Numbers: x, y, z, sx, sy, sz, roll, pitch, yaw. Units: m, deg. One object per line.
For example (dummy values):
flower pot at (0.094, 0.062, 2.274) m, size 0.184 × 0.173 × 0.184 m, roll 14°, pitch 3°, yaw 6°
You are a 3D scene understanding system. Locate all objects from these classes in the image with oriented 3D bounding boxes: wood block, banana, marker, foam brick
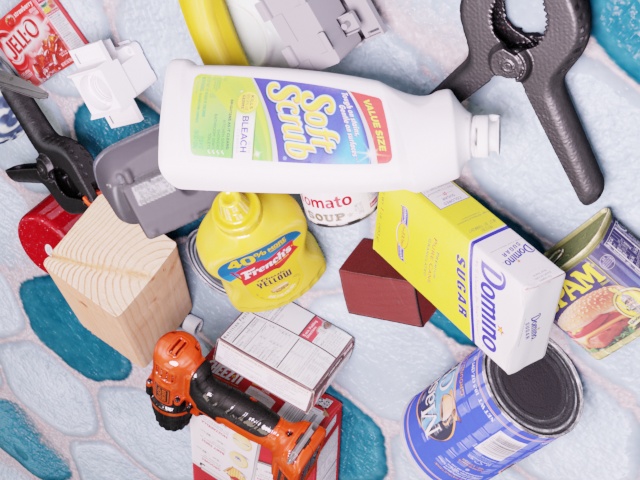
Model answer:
wood block at (-0.196, 0.048, 1.069) m, size 0.091 × 0.090 × 0.206 m, roll 34°, pitch 163°, yaw 9°
banana at (-0.079, -0.160, 0.860) m, size 0.070 × 0.037 × 0.198 m, roll 41°, pitch 155°, yaw 55°
marker at (-0.186, 0.070, 1.189) m, size 0.121 × 0.020 × 0.020 m, roll 26°, pitch 136°, yaw 17°
foam brick at (0.064, 0.037, 0.951) m, size 0.078 × 0.052 × 0.051 m, roll 10°, pitch 129°, yaw 31°

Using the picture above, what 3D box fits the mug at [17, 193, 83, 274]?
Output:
mug at (-0.275, -0.015, 1.138) m, size 0.117 × 0.081 × 0.093 m, roll 5°, pitch 127°, yaw 34°

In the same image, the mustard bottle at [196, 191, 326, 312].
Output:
mustard bottle at (-0.056, 0.002, 0.926) m, size 0.191 × 0.096 × 0.058 m, roll 65°, pitch 180°, yaw -66°

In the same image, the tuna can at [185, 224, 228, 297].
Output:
tuna can at (-0.090, 0.014, 1.061) m, size 0.086 × 0.033 × 0.086 m, roll 20°, pitch 134°, yaw 22°

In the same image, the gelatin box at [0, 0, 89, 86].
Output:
gelatin box at (-0.271, -0.193, 1.026) m, size 0.089 × 0.030 × 0.073 m, roll -19°, pitch 111°, yaw 44°

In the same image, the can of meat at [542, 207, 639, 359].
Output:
can of meat at (0.218, 0.037, 0.834) m, size 0.084 × 0.057 × 0.102 m, roll 41°, pitch 139°, yaw -3°

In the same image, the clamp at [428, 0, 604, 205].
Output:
clamp at (0.150, -0.125, 0.765) m, size 0.165 × 0.036 × 0.210 m, roll 27°, pitch 136°, yaw 17°

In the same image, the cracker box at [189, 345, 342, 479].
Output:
cracker box at (-0.062, 0.236, 1.198) m, size 0.164 × 0.072 × 0.214 m, roll 22°, pitch 135°, yaw 21°

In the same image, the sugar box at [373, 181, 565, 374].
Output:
sugar box at (0.112, 0.016, 0.852) m, size 0.176 × 0.048 × 0.093 m, roll 46°, pitch 147°, yaw 39°

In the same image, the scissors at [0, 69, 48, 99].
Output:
scissors at (-0.355, -0.158, 1.053) m, size 0.202 × 0.096 × 0.016 m, roll 39°, pitch 168°, yaw 32°

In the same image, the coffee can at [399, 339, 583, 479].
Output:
coffee can at (0.149, 0.152, 0.947) m, size 0.103 × 0.102 × 0.141 m, roll 41°, pitch 138°, yaw 0°

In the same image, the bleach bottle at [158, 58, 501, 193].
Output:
bleach bottle at (0.008, -0.086, 0.800) m, size 0.251 × 0.102 × 0.068 m, roll 1°, pitch 168°, yaw 13°

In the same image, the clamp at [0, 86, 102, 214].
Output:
clamp at (-0.267, -0.087, 1.062) m, size 0.172 × 0.039 × 0.120 m, roll 27°, pitch 136°, yaw 33°

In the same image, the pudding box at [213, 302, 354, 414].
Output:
pudding box at (-0.035, 0.107, 1.055) m, size 0.113 × 0.089 × 0.039 m, roll 27°, pitch 136°, yaw 15°

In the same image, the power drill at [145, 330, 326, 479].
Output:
power drill at (-0.091, 0.182, 1.066) m, size 0.188 × 0.057 × 0.184 m, roll 30°, pitch 151°, yaw 10°

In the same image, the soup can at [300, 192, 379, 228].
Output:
soup can at (0.009, -0.070, 0.892) m, size 0.069 × 0.068 × 0.102 m, roll 9°, pitch 129°, yaw 31°
